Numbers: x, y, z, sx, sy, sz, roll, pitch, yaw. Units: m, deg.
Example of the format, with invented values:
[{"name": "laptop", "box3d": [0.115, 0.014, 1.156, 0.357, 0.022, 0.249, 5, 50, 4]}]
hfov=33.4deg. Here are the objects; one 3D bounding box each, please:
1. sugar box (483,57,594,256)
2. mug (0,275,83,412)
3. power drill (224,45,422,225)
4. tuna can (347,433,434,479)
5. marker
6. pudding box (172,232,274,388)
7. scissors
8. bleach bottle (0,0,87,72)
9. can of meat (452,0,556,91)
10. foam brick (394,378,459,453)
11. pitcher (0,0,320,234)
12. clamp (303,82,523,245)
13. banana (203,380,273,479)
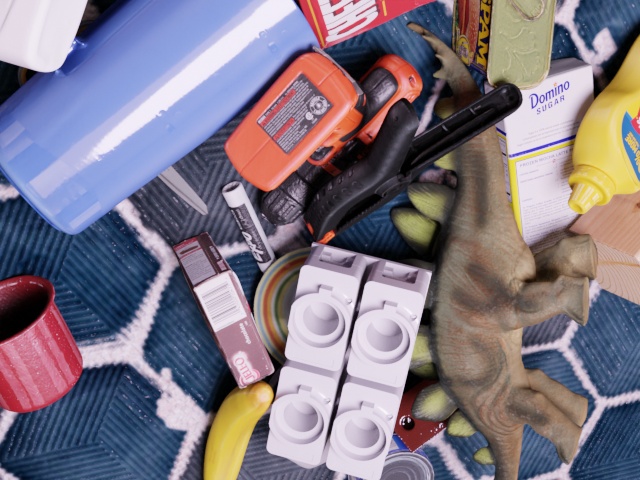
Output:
[{"name": "sugar box", "box3d": [0.209, -0.075, 0.997, 0.093, 0.048, 0.176, -17, 115, -13]}, {"name": "mug", "box3d": [-0.262, 0.090, 0.899, 0.117, 0.093, 0.081, -6, 126, 19]}, {"name": "power drill", "box3d": [-0.007, -0.080, 0.855, 0.057, 0.187, 0.184, 44, 105, 9]}, {"name": "tuna can", "box3d": [0.074, 0.245, 1.110, 0.086, 0.034, 0.086, -7, 116, -15]}, {"name": "marker", "box3d": [-0.056, 0.001, 0.958, 0.020, 0.020, 0.121, -27, 120, -5]}, {"name": "pudding box", "box3d": [-0.085, 0.060, 0.936, 0.039, 0.090, 0.113, -24, 119, -10]}, {"name": "scissors", "box3d": [-0.150, -0.104, 0.878, 0.201, 0.016, 0.096, 30, 102, -28]}, {"name": "bleach bottle", "box3d": [-0.281, -0.197, 0.710, 0.251, 0.068, 0.102, 21, 95, 8]}, {"name": "can of meat", "box3d": [0.152, -0.187, 0.901, 0.057, 0.084, 0.102, -7, 117, -15]}, {"name": "foam brick", "box3d": [0.105, 0.167, 1.061, 0.078, 0.051, 0.053, -38, 83, 1]}, {"name": "pitcher", "box3d": [-0.134, -0.125, 0.793, 0.243, 0.145, 0.149, -40, 86, -3]}, {"name": "clamp", "box3d": [0.063, -0.062, 0.877, 0.164, 0.036, 0.210, -17, 162, -41]}, {"name": "banana", "box3d": [-0.078, 0.184, 0.998, 0.037, 0.070, 0.198, -2, 132, -25]}]
